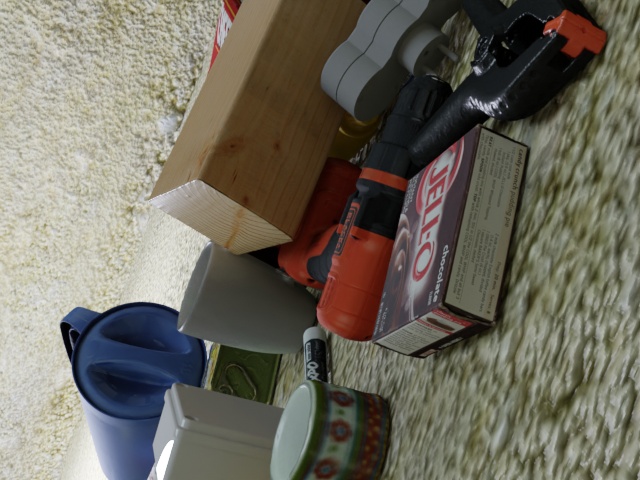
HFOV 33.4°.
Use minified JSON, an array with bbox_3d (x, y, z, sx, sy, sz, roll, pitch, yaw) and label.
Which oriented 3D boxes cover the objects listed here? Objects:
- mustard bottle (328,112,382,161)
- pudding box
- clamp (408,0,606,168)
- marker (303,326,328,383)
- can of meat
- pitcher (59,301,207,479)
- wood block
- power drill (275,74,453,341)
[{"bbox_3d":[0.008,-0.114,0.947,0.192,0.058,0.096,21,93,70],"label":"mustard bottle"},{"bbox_3d":[0.072,0.003,0.602,0.090,0.039,0.113,138,148,-63],"label":"pudding box"},{"bbox_3d":[0.101,-0.094,0.616,0.171,0.039,0.120,-152,80,-76],"label":"clamp"},{"bbox_3d":[-0.002,0.108,0.802,0.121,0.020,0.020,-93,25,-57],"label":"marker"},{"bbox_3d":[-0.078,0.124,1.001,0.084,0.057,0.102,127,158,-59],"label":"can of meat"},{"bbox_3d":[-0.198,0.175,1.146,0.243,0.145,0.149,101,161,-55],"label":"pitcher"},{"bbox_3d":[-0.040,-0.104,0.833,0.091,0.090,0.206,-14,49,55],"label":"wood block"},{"bbox_3d":[0.029,-0.026,0.773,0.188,0.057,0.184,-171,103,-77],"label":"power drill"}]
